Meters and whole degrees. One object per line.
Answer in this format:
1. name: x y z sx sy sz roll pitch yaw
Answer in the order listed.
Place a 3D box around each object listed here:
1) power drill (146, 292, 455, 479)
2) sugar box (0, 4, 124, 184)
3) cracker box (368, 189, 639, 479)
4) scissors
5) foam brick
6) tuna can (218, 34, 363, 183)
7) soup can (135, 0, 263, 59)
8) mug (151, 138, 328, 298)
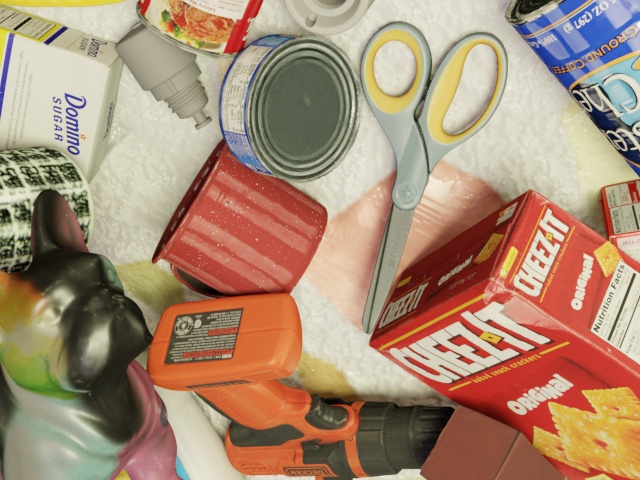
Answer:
1. power drill: -0.010 0.104 0.694 0.185 0.057 0.187 -9 142 25
2. sugar box: -0.219 -0.105 0.680 0.176 0.048 0.093 18 120 -3
3. cracker box: 0.158 0.079 0.648 0.213 0.072 0.164 33 152 -8
4. scissors: 0.041 -0.046 0.660 0.096 0.016 0.202 32 107 2
5. foam brick: 0.109 0.149 0.676 0.051 0.053 0.078 21 162 44
6. tuna can: -0.018 -0.078 0.630 0.034 0.086 0.086 18 129 48
7. soup can: -0.056 -0.164 0.607 0.068 0.068 0.102 26 118 -3
8. mug: -0.054 0.001 0.683 0.081 0.093 0.117 31 132 -12
